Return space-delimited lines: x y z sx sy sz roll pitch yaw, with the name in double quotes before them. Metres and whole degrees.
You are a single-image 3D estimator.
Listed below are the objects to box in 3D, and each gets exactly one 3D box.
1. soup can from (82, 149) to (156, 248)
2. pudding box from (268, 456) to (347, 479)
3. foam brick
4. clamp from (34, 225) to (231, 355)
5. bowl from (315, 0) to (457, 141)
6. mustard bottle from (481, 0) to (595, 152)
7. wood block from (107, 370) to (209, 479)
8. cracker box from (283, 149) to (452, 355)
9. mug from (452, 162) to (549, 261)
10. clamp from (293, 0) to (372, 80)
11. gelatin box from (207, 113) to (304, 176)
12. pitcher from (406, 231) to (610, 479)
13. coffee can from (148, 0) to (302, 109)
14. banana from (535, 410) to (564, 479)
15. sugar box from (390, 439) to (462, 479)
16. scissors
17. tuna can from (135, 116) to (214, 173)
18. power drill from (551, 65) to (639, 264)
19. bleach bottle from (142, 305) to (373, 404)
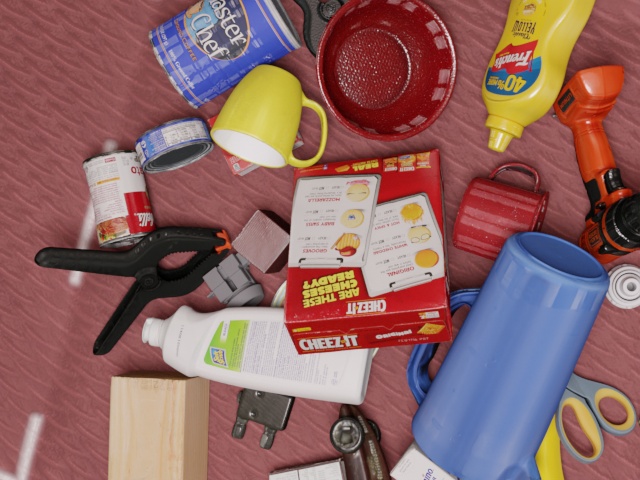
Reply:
"soup can" -0.233 -0.047 1.234 0.068 0.068 0.102 -14 85 10
"pudding box" -0.005 0.304 1.183 0.090 0.039 0.113 -14 78 12
"foam brick" -0.058 0.001 1.193 0.051 0.078 0.053 40 96 8
"clamp" -0.200 0.046 1.219 0.210 0.036 0.164 -18 130 -6
"bowl" 0.066 -0.189 1.167 0.162 0.055 0.162 -2 96 -16
"mustard bottle" 0.221 -0.186 1.140 0.096 0.058 0.191 25 96 53
"wood block" -0.183 0.254 1.203 0.090 0.090 0.206 1 89 12
"cracker box" 0.052 0.010 1.121 0.164 0.072 0.213 -7 50 11
"mug" 0.195 -0.030 1.141 0.081 0.093 0.117 18 78 16
"clamp" 0.020 -0.268 1.206 0.120 0.039 0.171 -26 90 13
"gelatin box" -0.075 -0.125 1.224 0.089 0.030 0.073 -26 83 9
"pitcher" 0.186 0.112 1.078 0.149 0.145 0.243 18 114 -4
"coffee can" -0.106 -0.227 1.197 0.140 0.102 0.103 -30 83 9
"banana" 0.259 0.268 1.144 0.069 0.037 0.198 -24 86 -17
"sugar box" 0.160 0.280 1.132 0.176 0.093 0.048 39 95 10
"scissors" 0.274 0.137 1.150 0.096 0.016 0.202 -12 72 -9
"tuna can" -0.166 -0.108 1.214 0.086 0.086 0.034 -22 82 10
"power drill" 0.293 -0.077 1.082 0.057 0.184 0.187 -6 78 -6
"bleach bottle" -0.070 0.111 1.166 0.251 0.068 0.102 9 78 10
